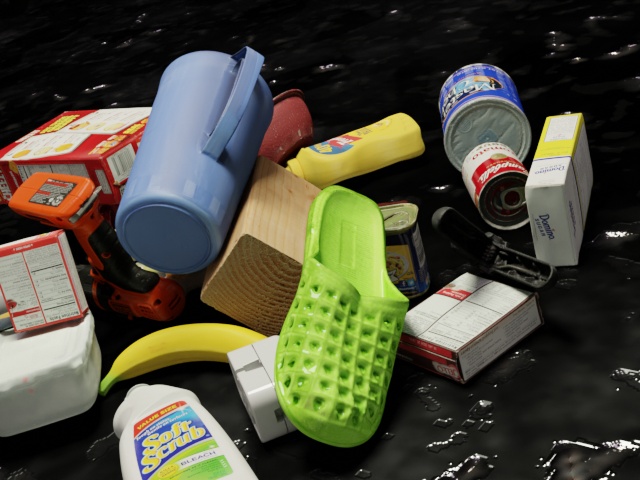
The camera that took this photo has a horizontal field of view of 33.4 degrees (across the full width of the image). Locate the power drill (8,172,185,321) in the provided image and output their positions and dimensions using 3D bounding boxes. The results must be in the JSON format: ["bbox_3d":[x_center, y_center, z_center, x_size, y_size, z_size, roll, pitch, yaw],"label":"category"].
[{"bbox_3d":[-0.251,0.010,1.154,0.185,0.187,0.057,7,53,39],"label":"power drill"}]

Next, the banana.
[{"bbox_3d":[-0.123,0.112,1.046,0.198,0.037,0.069,-11,55,16],"label":"banana"}]

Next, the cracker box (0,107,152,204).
[{"bbox_3d":[-0.291,-0.107,1.352,0.214,0.072,0.164,1,29,34],"label":"cracker box"}]

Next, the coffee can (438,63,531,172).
[{"bbox_3d":[0.201,-0.149,1.318,0.103,0.103,0.140,-11,25,9],"label":"coffee can"}]

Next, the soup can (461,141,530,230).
[{"bbox_3d":[0.198,-0.062,1.182,0.068,0.068,0.102,-14,24,2],"label":"soup can"}]

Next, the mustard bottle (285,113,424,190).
[{"bbox_3d":[0.032,-0.108,1.382,0.191,0.058,0.096,-21,20,-10],"label":"mustard bottle"}]

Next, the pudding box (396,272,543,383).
[{"bbox_3d":[0.131,0.077,0.967,0.113,0.039,0.090,-32,31,-29],"label":"pudding box"}]

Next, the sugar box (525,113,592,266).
[{"bbox_3d":[0.249,-0.055,1.107,0.048,0.093,0.176,-4,27,24],"label":"sugar box"}]

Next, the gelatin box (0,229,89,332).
[{"bbox_3d":[-0.279,0.041,1.062,0.073,0.089,0.030,-14,13,6],"label":"gelatin box"}]

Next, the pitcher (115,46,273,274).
[{"bbox_3d":[-0.128,-0.088,1.119,0.145,0.149,0.242,-3,42,13],"label":"pitcher"}]

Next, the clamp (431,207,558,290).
[{"bbox_3d":[0.151,0.008,0.997,0.039,0.120,0.171,-54,0,-3],"label":"clamp"}]

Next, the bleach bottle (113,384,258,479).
[{"bbox_3d":[-0.123,0.182,0.868,0.102,0.068,0.251,-23,24,-17],"label":"bleach bottle"}]

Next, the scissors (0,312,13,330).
[{"bbox_3d":[-0.328,0.079,1.174,0.096,0.016,0.202,-22,5,-32],"label":"scissors"}]

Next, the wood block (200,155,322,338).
[{"bbox_3d":[-0.058,0.001,1.132,0.091,0.090,0.206,-54,14,23],"label":"wood block"}]

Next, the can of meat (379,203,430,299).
[{"bbox_3d":[0.056,0.016,1.080,0.102,0.084,0.057,-8,26,15],"label":"can of meat"}]

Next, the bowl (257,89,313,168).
[{"bbox_3d":[-0.060,-0.119,1.401,0.055,0.162,0.161,42,50,13],"label":"bowl"}]
